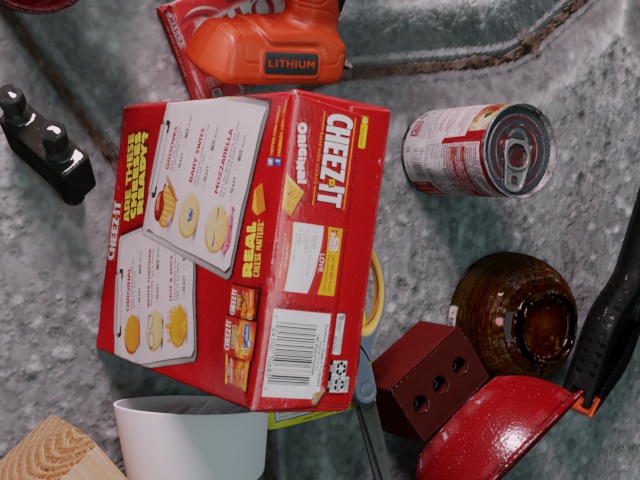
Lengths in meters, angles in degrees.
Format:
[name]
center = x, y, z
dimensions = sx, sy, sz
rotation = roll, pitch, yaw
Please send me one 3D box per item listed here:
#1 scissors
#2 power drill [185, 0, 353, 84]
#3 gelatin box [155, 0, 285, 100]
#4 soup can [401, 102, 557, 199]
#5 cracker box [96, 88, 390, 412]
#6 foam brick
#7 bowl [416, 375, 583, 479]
[scissors]
center = 0.013, 0.097, 0.736
dimensions = 0.096, 0.016, 0.202
rotation = -1, 92, -34
[power drill]
center = -0.024, -0.188, 0.640
dimensions = 0.184, 0.057, 0.188
rotation = -5, 123, -39
[gelatin box]
center = -0.057, -0.139, 0.725
dimensions = 0.089, 0.030, 0.073
rotation = -28, 107, -27
[soup can]
center = 0.115, -0.066, 0.792
dimensions = 0.068, 0.102, 0.068
rotation = -2, 94, -31
[cracker box]
center = -0.054, 0.001, 0.630
dimensions = 0.072, 0.214, 0.164
rotation = 7, 90, -33
[foam brick]
center = 0.076, 0.106, 0.809
dimensions = 0.078, 0.051, 0.053
rotation = -41, 112, -22
[bowl]
center = 0.124, 0.154, 0.808
dimensions = 0.162, 0.162, 0.055
rotation = -39, 73, -23
